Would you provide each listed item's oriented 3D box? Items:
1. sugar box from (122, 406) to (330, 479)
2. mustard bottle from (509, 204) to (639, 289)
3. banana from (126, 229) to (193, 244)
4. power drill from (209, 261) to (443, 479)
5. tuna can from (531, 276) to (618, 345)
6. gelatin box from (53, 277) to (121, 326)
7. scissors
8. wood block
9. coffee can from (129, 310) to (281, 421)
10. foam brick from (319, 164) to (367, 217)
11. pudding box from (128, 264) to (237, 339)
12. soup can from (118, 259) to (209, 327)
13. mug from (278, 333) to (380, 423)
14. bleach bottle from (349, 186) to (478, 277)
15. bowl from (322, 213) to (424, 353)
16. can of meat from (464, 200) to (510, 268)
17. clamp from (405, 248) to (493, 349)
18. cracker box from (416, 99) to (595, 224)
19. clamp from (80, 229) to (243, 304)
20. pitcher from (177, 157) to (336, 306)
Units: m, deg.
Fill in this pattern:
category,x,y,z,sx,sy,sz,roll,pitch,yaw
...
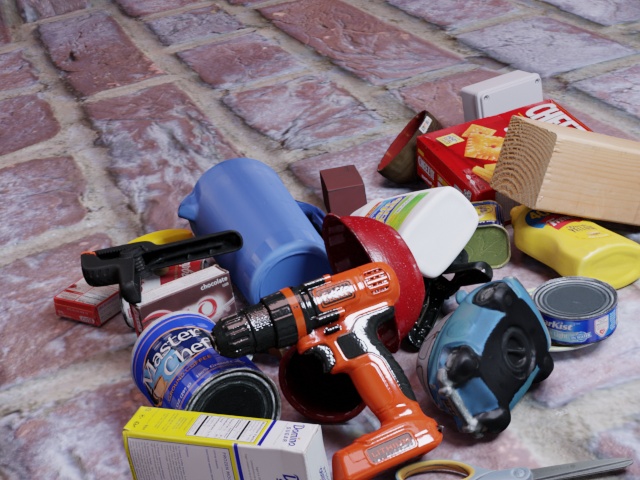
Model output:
category,x,y,z,sx,sy,sz,roll,pitch,yaw
sugar box,-0.080,0.198,0.924,0.176,0.093,0.048,1,28,20
mustard bottle,0.281,-0.002,1.243,0.096,0.058,0.192,-9,23,-23
banana,-0.217,0.015,1.374,0.069,0.037,0.197,-2,10,6
power drill,0.012,0.123,0.956,0.184,0.188,0.057,-19,-16,-15
tuna can,0.258,0.071,1.082,0.086,0.034,0.086,-7,26,3
gelatin box,-0.275,0.069,1.327,0.073,0.030,0.089,9,31,32
scissors,0.159,0.213,0.897,0.202,0.016,0.096,-2,28,16
wood block,0.316,-0.079,1.260,0.205,0.091,0.090,7,17,-30
coffee can,-0.114,0.141,1.039,0.102,0.103,0.140,-21,28,-22
foam brick,0.032,-0.064,1.468,0.053,0.051,0.078,-10,26,-4
pudding box,-0.148,0.088,1.175,0.113,0.090,0.039,-23,28,-26
soup can,-0.181,0.063,1.263,0.102,0.068,0.068,-9,26,3
mug,0.009,0.110,1.053,0.093,0.117,0.081,-18,17,23
bleach bottle,0.083,-0.008,1.253,0.102,0.068,0.251,-49,16,-16
bowl,0.063,0.035,1.121,0.055,0.162,0.162,-25,29,-14
can of meat,0.176,-0.007,1.294,0.102,0.057,0.084,-6,24,9
clamp,0.129,0.055,1.181,0.120,0.039,0.171,-43,10,5
cracker box,0.258,-0.105,1.420,0.213,0.072,0.164,-17,38,-15
clamp,-0.211,0.030,1.200,0.210,0.036,0.164,-3,19,39
pitcher,-0.058,0.002,1.291,0.149,0.145,0.243,-39,33,-1
